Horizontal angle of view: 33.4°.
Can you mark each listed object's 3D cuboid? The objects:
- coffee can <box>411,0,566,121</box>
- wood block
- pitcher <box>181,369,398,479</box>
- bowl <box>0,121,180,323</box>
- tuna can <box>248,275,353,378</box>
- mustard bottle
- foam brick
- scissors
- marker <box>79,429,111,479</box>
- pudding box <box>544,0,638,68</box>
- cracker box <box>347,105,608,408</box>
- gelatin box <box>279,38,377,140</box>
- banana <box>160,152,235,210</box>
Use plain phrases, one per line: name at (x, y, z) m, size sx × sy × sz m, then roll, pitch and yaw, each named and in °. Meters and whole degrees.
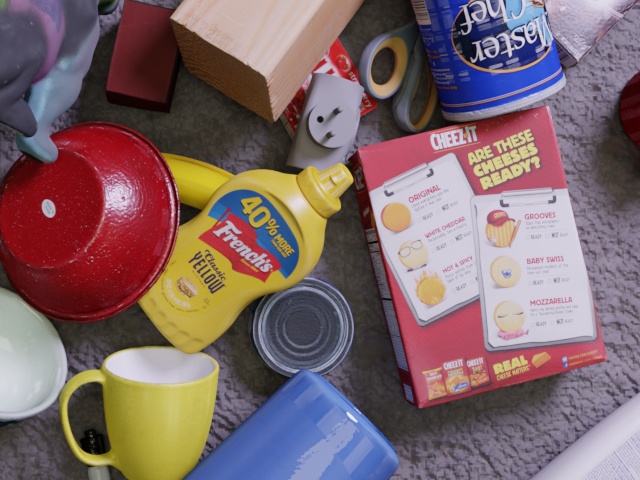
coffee can at (0.128, -0.178, 0.851) m, size 0.102 × 0.103 × 0.140 m, roll -21°, pitch 107°, yaw -8°
wood block at (-0.017, -0.209, 0.835) m, size 0.090 × 0.091 × 0.206 m, roll 33°, pitch 76°, yaw 11°
pitcher at (-0.053, 0.223, 0.815) m, size 0.145 × 0.149 × 0.242 m, roll 45°, pitch 82°, yaw 1°
bowl at (-0.191, -0.020, 0.815) m, size 0.162 × 0.055 × 0.162 m, roll -3°, pitch 79°, yaw 17°
tuna can at (-0.016, 0.071, 0.876) m, size 0.086 × 0.034 × 0.086 m, roll 0°, pitch 88°, yaw -7°
mustard bottle at (-0.056, 0.001, 0.828) m, size 0.192 × 0.058 × 0.096 m, roll -35°, pitch 93°, yaw 15°
foam brick at (-0.139, -0.147, 0.858) m, size 0.051 × 0.053 × 0.078 m, roll 12°, pitch 87°, yaw -7°
scissors at (0.077, -0.192, 0.887) m, size 0.096 × 0.016 × 0.202 m, roll 9°, pitch 88°, yaw -41°
marker at (-0.173, 0.212, 0.859) m, size 0.020 × 0.020 × 0.121 m, roll -12°, pitch 90°, yaw -8°
pudding box at (0.205, -0.217, 0.910) m, size 0.113 × 0.039 × 0.090 m, roll 45°, pitch 84°, yaw -3°
cracker box at (0.126, 0.014, 0.878) m, size 0.164 × 0.072 × 0.214 m, roll -13°, pitch 89°, yaw -8°
gelatin box at (-0.007, -0.130, 0.885) m, size 0.073 × 0.030 × 0.089 m, roll -30°, pitch 92°, yaw -7°
banana at (-0.103, -0.032, 0.870) m, size 0.197 × 0.037 × 0.070 m, roll 12°, pitch 113°, yaw -4°
